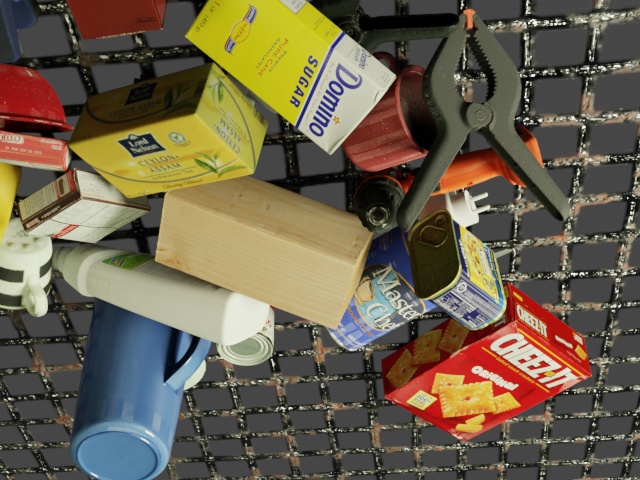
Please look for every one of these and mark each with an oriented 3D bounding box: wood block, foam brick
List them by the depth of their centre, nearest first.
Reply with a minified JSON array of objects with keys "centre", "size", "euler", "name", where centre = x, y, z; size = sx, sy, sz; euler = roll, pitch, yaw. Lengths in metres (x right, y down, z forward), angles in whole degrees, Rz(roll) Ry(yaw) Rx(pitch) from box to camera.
[{"centre":[-0.183,-0.220,0.963],"size":[0.078,0.051,0.053],"euler":[-6,138,6],"name":"foam brick"},{"centre":[-0.057,0.001,1.120],"size":[0.206,0.090,0.091],"euler":[20,127,8],"name":"wood block"}]

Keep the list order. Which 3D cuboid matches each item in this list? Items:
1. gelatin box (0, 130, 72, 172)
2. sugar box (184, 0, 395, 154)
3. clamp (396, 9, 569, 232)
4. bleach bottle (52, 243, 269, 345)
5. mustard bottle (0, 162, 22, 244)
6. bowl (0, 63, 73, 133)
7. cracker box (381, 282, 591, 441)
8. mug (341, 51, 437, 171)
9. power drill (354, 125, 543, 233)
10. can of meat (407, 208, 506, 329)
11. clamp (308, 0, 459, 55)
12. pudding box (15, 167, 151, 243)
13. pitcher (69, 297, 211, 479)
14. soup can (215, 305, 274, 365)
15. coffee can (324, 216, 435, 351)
[{"centre":[-0.292,-0.091,1.084],"size":[0.073,0.030,0.089],"euler":[8,178,-10],"name":"gelatin box"},{"centre":[-0.028,-0.169,0.979],"size":[0.176,0.048,0.093],"euler":[40,128,-4],"name":"sugar box"},{"centre":[0.153,-0.108,0.991],"size":[0.164,0.210,0.036],"euler":[3,174,-10],"name":"clamp"},{"centre":[-0.188,0.048,1.199],"size":[0.251,0.102,0.068],"euler":[15,107,23],"name":"bleach bottle"},{"centre":[-0.360,0.003,1.101],"size":[0.058,0.191,0.096],"euler":[31,129,-30],"name":"mustard bottle"},{"centre":[-0.316,-0.137,1.015],"size":[0.162,0.055,0.162],"euler":[3,-179,0],"name":"bowl"},{"centre":[0.210,0.164,1.368],"size":[0.164,0.072,0.214],"euler":[33,127,-32],"name":"cracker box"},{"centre":[0.065,-0.126,1.043],"size":[0.082,0.093,0.117],"euler":[-16,100,38],"name":"mug"},{"centre":[0.125,-0.060,1.065],"size":[0.188,0.184,0.057],"euler":[-13,103,7],"name":"power drill"},{"centre":[0.140,0.031,1.087],"size":[0.058,0.102,0.083],"euler":[-34,130,29],"name":"can of meat"},{"centre":[0.028,-0.210,0.982],"size":[0.172,0.039,0.120],"euler":[-21,117,28],"name":"clamp"},{"centre":[-0.251,-0.035,1.141],"size":[0.090,0.039,0.113],"euler":[-28,162,26],"name":"pudding box"},{"centre":[-0.205,0.150,1.224],"size":[0.145,0.243,0.149],"euler":[12,130,-9],"name":"pitcher"},{"centre":[-0.088,0.088,1.261],"size":[0.068,0.102,0.068],"euler":[0,137,0],"name":"soup can"},{"centre":[0.072,0.049,1.208],"size":[0.140,0.103,0.102],"euler":[-30,130,20],"name":"coffee can"}]
